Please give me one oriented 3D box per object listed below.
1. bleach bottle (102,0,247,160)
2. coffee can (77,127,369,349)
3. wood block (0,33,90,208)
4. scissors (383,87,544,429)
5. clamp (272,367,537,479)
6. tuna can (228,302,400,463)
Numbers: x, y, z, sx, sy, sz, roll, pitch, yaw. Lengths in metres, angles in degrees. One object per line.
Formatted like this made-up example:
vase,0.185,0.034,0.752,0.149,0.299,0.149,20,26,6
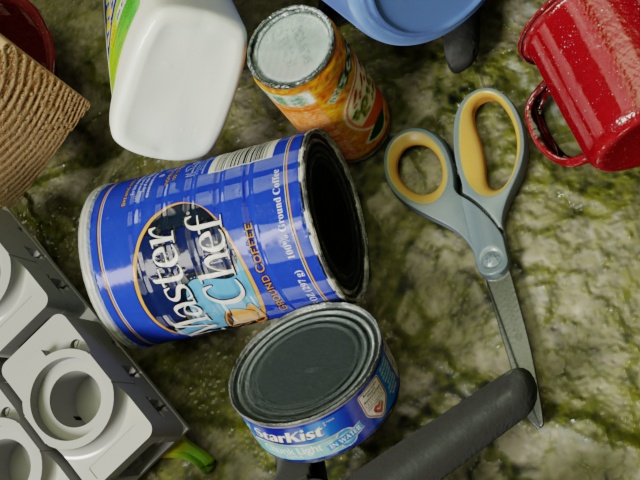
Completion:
bleach bottle,-0.110,-0.161,0.695,0.103,0.068,0.251,-66,29,30
coffee can,-0.054,0.001,0.624,0.140,0.102,0.103,-13,68,18
wood block,-0.261,-0.120,0.695,0.206,0.090,0.090,37,90,28
scissors,0.081,0.007,0.615,0.096,0.016,0.202,-4,71,23
clamp,0.012,0.134,0.533,0.165,0.036,0.209,-4,44,34
tuna can,-0.003,0.074,0.558,0.086,0.033,0.086,-19,34,13
